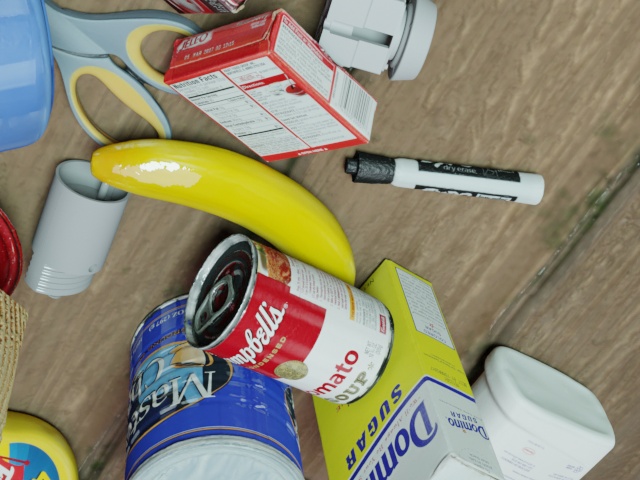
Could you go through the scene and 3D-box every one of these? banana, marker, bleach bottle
[{"bbox_3d":[-0.039,-0.010,0.617,0.070,0.037,0.197,-46,124,7],"label":"banana"},{"bbox_3d":[0.073,-0.037,0.635,0.121,0.020,0.020,6,121,-11],"label":"marker"},{"bbox_3d":[0.089,0.192,0.758,0.102,0.068,0.251,27,117,-22],"label":"bleach bottle"}]

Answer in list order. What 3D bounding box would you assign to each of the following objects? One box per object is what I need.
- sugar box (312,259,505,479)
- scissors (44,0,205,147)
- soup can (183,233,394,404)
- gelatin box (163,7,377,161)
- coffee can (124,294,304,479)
[{"bbox_3d":[0.042,0.099,0.624,0.048,0.176,0.093,29,114,-23],"label":"sugar box"},{"bbox_3d":[-0.130,-0.125,0.554,0.096,0.016,0.201,-30,122,9],"label":"scissors"},{"bbox_3d":[-0.017,0.047,0.607,0.102,0.068,0.069,26,115,-29],"label":"soup can"},{"bbox_3d":[-0.025,-0.079,0.558,0.073,0.030,0.089,-8,148,39],"label":"gelatin box"},{"bbox_3d":[-0.065,0.111,0.638,0.102,0.140,0.103,-3,122,-6],"label":"coffee can"}]
